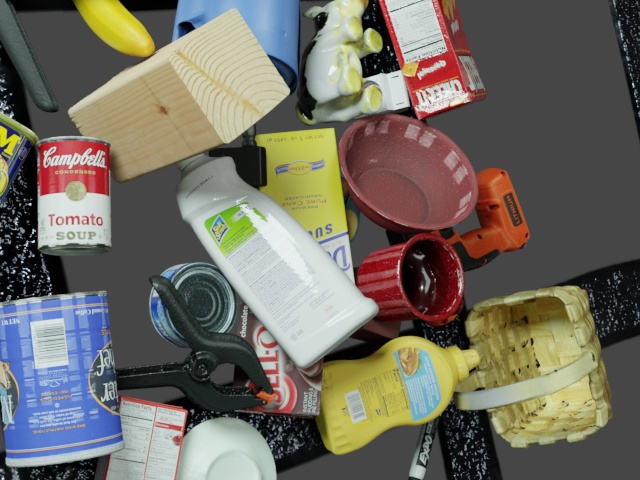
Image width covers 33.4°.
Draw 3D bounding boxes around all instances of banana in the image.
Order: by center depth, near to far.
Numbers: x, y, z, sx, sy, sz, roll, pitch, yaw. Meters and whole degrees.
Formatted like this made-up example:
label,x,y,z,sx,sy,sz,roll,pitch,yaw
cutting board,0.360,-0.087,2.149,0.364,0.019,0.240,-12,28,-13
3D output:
label,x,y,z,sx,sy,sz,roll,pitch,yaw
banana,-0.215,-0.246,1.019,0.037,0.070,0.198,-15,74,-37

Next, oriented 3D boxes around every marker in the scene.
label,x,y,z,sx,sy,sz,roll,pitch,yaw
marker,0.118,0.243,1.228,0.020,0.020,0.121,30,66,-29

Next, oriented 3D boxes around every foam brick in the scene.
label,x,y,z,sx,sy,sz,roll,pitch,yaw
foam brick,0.058,0.071,1.191,0.051,0.053,0.078,21,71,-32

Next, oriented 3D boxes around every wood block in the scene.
label,x,y,z,sx,sy,sz,roll,pitch,yaw
wood block,-0.136,-0.127,0.984,0.090,0.207,0.091,-44,109,-32

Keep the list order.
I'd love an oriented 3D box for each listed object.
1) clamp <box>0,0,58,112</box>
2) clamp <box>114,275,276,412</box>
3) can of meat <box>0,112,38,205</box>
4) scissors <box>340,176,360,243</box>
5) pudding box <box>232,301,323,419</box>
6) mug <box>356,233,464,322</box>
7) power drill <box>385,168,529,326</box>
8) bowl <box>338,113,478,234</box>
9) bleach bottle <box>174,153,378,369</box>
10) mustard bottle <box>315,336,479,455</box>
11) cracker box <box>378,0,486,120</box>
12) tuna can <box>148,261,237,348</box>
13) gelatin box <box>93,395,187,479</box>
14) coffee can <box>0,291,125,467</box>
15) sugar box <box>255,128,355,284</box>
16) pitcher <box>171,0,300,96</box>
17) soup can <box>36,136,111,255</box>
label,x,y,z,sx,sy,sz,roll,pitch,yaw
clamp,-0.281,-0.240,0.963,0.210,0.036,0.164,37,94,-10
clamp,-0.126,0.124,1.028,0.171,0.039,0.120,37,98,-17
can of meat,-0.315,-0.077,0.940,0.102,0.058,0.084,33,68,-27
scissors,0.053,-0.052,1.230,0.201,0.016,0.096,-20,96,-37
pudding box,-0.042,0.122,1.094,0.090,0.039,0.113,4,76,0
mug,0.101,0.049,1.141,0.117,0.082,0.093,30,65,-28
power drill,0.158,-0.016,1.273,0.187,0.057,0.184,-31,107,-32
bowl,0.088,-0.061,1.163,0.162,0.055,0.162,11,50,-14
bleach bottle,-0.057,0.001,1.060,0.102,0.068,0.251,-38,82,1
mustard bottle,0.085,0.156,1.155,0.191,0.058,0.096,-17,94,-15
cracker box,0.124,-0.253,1.231,0.164,0.072,0.214,-32,103,-72
tuna can,-0.126,0.064,1.069,0.085,0.034,0.086,6,79,-35
gelatin box,-0.171,0.197,1.018,0.073,0.030,0.089,17,73,-32
coffee can,-0.232,0.121,0.940,0.102,0.103,0.140,-5,85,-37
sugar box,-0.021,-0.027,1.138,0.093,0.048,0.176,-7,84,-14
pitcher,-0.075,-0.272,1.110,0.145,0.149,0.243,8,74,-11
soup can,-0.228,-0.040,0.990,0.068,0.069,0.102,3,81,-36
